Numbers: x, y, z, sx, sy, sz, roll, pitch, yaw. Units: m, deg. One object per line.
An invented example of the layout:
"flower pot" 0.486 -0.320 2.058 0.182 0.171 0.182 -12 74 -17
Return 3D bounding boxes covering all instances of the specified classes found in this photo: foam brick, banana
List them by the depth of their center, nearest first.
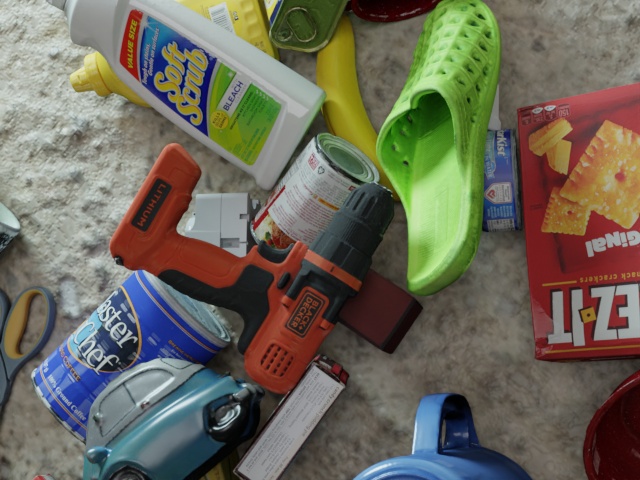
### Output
"foam brick" 0.049 0.060 0.897 0.053 0.078 0.051 33 88 12
"banana" 0.037 -0.109 0.949 0.069 0.037 0.198 -24 79 -22

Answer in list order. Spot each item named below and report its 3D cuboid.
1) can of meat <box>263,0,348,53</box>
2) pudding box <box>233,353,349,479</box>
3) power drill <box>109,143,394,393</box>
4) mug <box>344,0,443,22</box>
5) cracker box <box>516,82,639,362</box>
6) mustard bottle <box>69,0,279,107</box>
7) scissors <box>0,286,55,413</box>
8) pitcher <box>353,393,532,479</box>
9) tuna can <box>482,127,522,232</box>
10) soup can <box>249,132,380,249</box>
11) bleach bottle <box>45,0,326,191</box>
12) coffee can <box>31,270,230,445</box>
"can of meat" -0.015 -0.231 0.933 0.057 0.102 0.084 4 48 -24
"pudding box" -0.022 0.150 0.889 0.039 0.090 0.113 34 91 5
"power drill" -0.056 0.001 0.842 0.187 0.057 0.184 31 86 4
"mug" 0.054 -0.246 0.943 0.117 0.093 0.081 -22 72 31
"cracker box" 0.247 -0.014 0.846 0.164 0.072 0.214 -8 79 32
"mustard bottle" -0.140 -0.175 0.980 0.192 0.058 0.096 -18 88 8
"scissors" -0.313 0.129 0.991 0.096 0.016 0.202 25 87 16
"pitcher" 0.088 0.204 0.782 0.149 0.242 0.145 43 93 21
"tuna can" 0.148 -0.050 0.889 0.034 0.086 0.086 -4 81 12
"soup can" -0.005 -0.033 0.909 0.068 0.068 0.102 45 115 14
"bleach bottle" -0.125 -0.149 0.922 0.251 0.068 0.103 30 115 -2
"coffee can" -0.162 0.100 0.920 0.140 0.102 0.103 -45 76 2
